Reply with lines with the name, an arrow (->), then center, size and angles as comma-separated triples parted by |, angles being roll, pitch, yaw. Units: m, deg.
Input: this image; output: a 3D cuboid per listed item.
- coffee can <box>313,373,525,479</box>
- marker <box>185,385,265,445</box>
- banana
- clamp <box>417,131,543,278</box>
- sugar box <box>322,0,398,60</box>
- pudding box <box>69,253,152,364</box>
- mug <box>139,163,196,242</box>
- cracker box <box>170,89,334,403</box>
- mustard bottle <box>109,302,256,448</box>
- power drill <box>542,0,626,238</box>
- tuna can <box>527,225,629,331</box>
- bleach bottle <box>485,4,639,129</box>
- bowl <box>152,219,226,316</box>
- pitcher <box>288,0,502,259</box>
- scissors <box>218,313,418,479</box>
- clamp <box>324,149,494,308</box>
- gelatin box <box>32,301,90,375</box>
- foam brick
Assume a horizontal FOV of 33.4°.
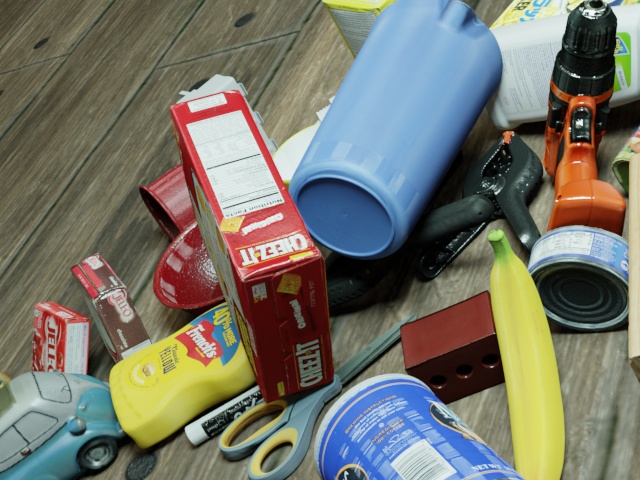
coffee can -> 0.071, 0.166, 0.714 | 0.102, 0.102, 0.140 | -38, 33, -8
marker -> -0.063, 0.142, 0.938 | 0.121, 0.020, 0.020 | -31, 33, 4
banana -> 0.144, 0.094, 0.761 | 0.037, 0.069, 0.198 | -21, 65, 31
clamp -> 0.164, -0.036, 0.958 | 0.120, 0.039, 0.171 | -1, 48, 41
sugar box -> 0.080, -0.183, 1.098 | 0.048, 0.176, 0.093 | -45, 35, -15
pudding box -> -0.200, 0.079, 1.051 | 0.039, 0.113, 0.090 | -26, 30, -16
mug -> -0.134, -0.038, 1.185 | 0.081, 0.093, 0.117 | -37, 63, -16
cracker box -> -0.056, 0.001, 0.900 | 0.072, 0.164, 0.214 | -18, 49, -10
mustard bottle -> -0.099, 0.107, 0.979 | 0.191, 0.058, 0.096 | -30, 36, 4
power drill -> 0.211, -0.073, 0.856 | 0.057, 0.184, 0.187 | 4, 49, 10
tuna can -> 0.197, 0.030, 0.800 | 0.086, 0.086, 0.033 | -7, 43, 34
bleach bottle -> 0.255, -0.157, 0.959 | 0.068, 0.102, 0.251 | -37, 24, -33
bowl -> -0.087, 0.026, 1.078 | 0.162, 0.055, 0.162 | -23, 34, 16
pitcher -> 0.063, -0.093, 0.954 | 0.145, 0.149, 0.242 | -4, 40, 35
scissors -> 0.005, 0.137, 0.890 | 0.202, 0.016, 0.096 | -30, 34, 6
clamp -> 0.064, -0.006, 0.983 | 0.210, 0.036, 0.164 | -36, 19, 18
gelatin box -> -0.267, 0.114, 1.092 | 0.030, 0.089, 0.073 | -3, 12, -39
foam brick -> 0.109, 0.086, 0.835 | 0.078, 0.053, 0.051 | -25, 33, 15
